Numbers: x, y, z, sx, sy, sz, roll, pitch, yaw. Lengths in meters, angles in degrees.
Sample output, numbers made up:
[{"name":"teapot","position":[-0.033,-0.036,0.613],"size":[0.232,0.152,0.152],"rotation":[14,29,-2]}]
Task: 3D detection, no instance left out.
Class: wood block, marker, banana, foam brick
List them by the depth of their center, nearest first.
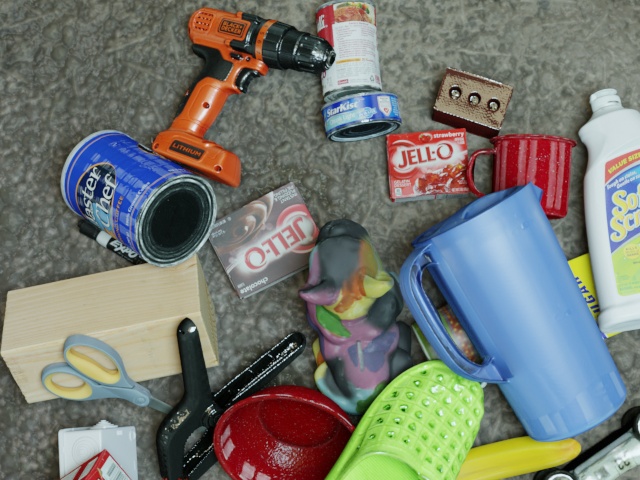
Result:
[{"name":"banana","position":[0.173,0.235,1.103],"size":[0.198,0.069,0.037],"rotation":[-20,96,14]},{"name":"wood block","position":[-0.219,0.093,1.125],"size":[0.206,0.090,0.091],"rotation":[-12,43,1]},{"name":"foam brick","position":[0.167,-0.150,1.175],"size":[0.078,0.051,0.053],"rotation":[18,83,5]},{"name":"marker","position":[-0.218,0.011,1.188],"size":[0.121,0.020,0.020],"rotation":[31,84,7]}]

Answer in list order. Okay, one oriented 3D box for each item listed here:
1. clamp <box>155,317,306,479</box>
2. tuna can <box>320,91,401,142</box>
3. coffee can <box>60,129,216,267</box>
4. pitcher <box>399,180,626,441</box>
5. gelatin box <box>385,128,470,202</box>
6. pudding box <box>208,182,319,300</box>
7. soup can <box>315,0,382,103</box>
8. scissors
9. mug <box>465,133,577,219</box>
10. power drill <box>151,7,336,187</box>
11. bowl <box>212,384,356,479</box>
[{"name":"clamp","position":[-0.121,0.170,1.108],"size":[0.036,0.164,0.210],"rotation":[41,103,44]},{"name":"tuna can","position":[0.045,-0.134,1.162],"size":[0.086,0.086,0.034],"rotation":[-10,83,1]},{"name":"coffee can","position":[-0.192,-0.046,1.124],"size":[0.140,0.102,0.103],"rotation":[30,83,38]},{"name":"pitcher","position":[0.193,0.077,1.054],"size":[0.149,0.144,0.243],"rotation":[-27,92,20]},{"name":"gelatin box","position":[0.118,-0.083,1.178],"size":[0.089,0.030,0.073],"rotation":[-4,81,2]},{"name":"pudding box","position":[-0.058,0.001,1.171],"size":[0.113,0.039,0.090],"rotation":[-28,82,-1]},{"name":"soup can","position":[0.032,-0.207,1.182],"size":[0.068,0.068,0.102],"rotation":[-5,82,2]},{"name":"scissors","position":[-0.208,0.166,1.116],"size":[0.096,0.201,0.016],"rotation":[-26,39,18]},{"name":"mug","position":[0.213,-0.067,1.140],"size":[0.117,0.093,0.081],"rotation":[4,87,-7]},{"name":"power drill","position":[-0.090,-0.157,1.166],"size":[0.185,0.057,0.187],"rotation":[19,81,28]},{"name":"bowl","position":[-0.027,0.203,1.108],"size":[0.162,0.055,0.162],"rotation":[6,125,8]}]
